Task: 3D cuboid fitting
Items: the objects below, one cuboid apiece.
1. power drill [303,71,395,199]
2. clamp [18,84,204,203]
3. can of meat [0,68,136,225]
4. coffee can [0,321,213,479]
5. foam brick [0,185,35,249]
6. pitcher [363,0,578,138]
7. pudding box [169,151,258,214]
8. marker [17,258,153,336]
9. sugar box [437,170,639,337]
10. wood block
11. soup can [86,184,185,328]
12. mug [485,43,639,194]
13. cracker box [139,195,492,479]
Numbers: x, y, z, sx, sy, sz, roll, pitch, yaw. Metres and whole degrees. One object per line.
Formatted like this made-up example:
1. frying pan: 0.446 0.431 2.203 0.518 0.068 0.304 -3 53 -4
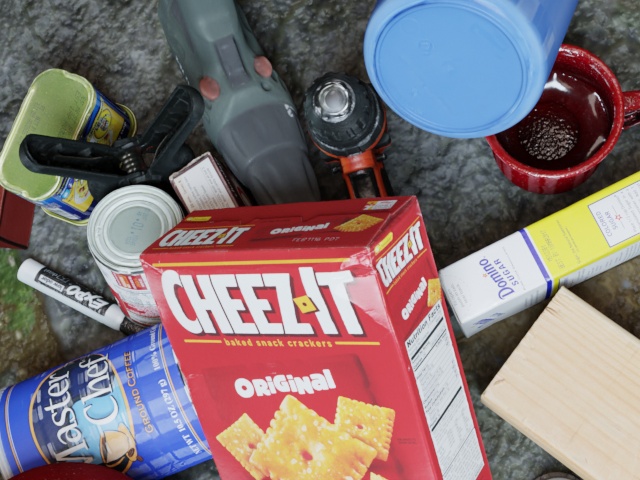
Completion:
1. power drill: 0.036 -0.015 0.707 0.057 0.184 0.187 -14 87 8
2. clamp: -0.138 -0.052 0.737 0.120 0.171 0.039 -10 73 -9
3. can of meat: -0.189 -0.069 0.798 0.057 0.084 0.102 20 84 13
4. coffee can: -0.142 0.124 0.745 0.140 0.102 0.103 -23 77 5
5. foam brick: -0.268 -0.024 0.821 0.078 0.051 0.053 6 82 11
6. pitcher: 0.104 -0.173 0.690 0.145 0.149 0.242 13 47 14
7. pudding box: -0.055 0.001 0.758 0.039 0.090 0.113 -33 76 4
8. marker: -0.175 0.048 0.807 0.121 0.020 0.020 26 85 13
9. sugar box: 0.165 0.006 0.716 0.176 0.093 0.048 -24 76 5
10. wood block: 0.213 0.130 0.687 0.206 0.090 0.091 37 87 14
11. soup can: -0.121 0.013 0.753 0.068 0.102 0.068 -1 64 2
12. mug: 0.170 -0.081 0.736 0.117 0.081 0.093 -13 78 8
13. cracker box: 0.000 0.086 0.650 0.164 0.072 0.213 -3 116 32
